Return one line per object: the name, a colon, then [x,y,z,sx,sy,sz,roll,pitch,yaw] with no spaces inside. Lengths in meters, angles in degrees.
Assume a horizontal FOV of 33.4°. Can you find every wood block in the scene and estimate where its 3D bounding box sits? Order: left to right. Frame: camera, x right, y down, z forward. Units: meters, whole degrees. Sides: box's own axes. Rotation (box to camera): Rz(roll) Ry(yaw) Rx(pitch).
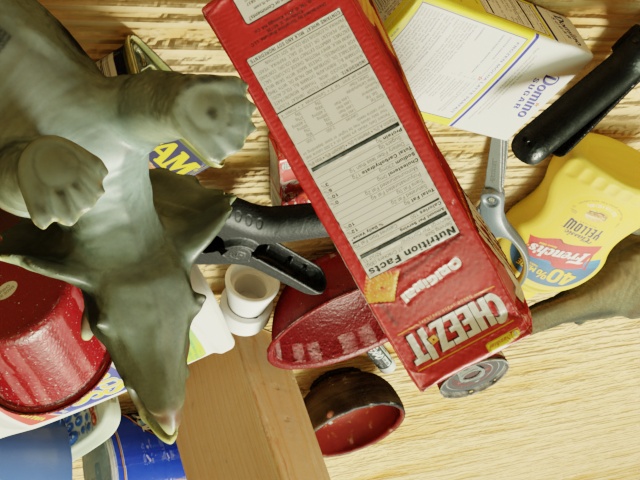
wood block: [-0.061,0.183,0.928,0.091,0.206,0.090,-34,147,19]

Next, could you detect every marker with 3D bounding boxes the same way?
marker: [0.051,0.105,1.057,0.020,0.020,0.121,-26,149,6]

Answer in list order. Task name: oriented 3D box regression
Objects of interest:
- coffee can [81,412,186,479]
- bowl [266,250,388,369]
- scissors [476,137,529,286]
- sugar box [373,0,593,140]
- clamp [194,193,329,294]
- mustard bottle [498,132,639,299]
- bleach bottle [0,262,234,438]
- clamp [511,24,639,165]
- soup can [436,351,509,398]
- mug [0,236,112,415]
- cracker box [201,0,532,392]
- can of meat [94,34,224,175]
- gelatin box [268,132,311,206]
coffee can: [-0.146,0.211,1.020,0.140,0.103,0.103,-4,145,-27]
bowl: [0.022,0.050,0.908,0.162,0.055,0.162,-19,157,-9]
scissors: [0.125,-0.031,0.886,0.096,0.016,0.201,1,134,25]
sugar box: [0.090,-0.123,0.705,0.175,0.048,0.093,6,139,-43]
clamp: [-0.055,0.001,0.779,0.171,0.039,0.120,7,143,-6]
mustard bottle: [0.210,-0.007,0.932,0.096,0.058,0.192,21,137,-12]
bleach bottle: [-0.195,0.098,0.815,0.250,0.068,0.102,-27,149,-8]
clamp: [0.217,-0.125,0.741,0.210,0.036,0.164,-46,172,26]
soup can: [0.124,0.086,0.993,0.068,0.102,0.068,-16,149,-10]
mug: [-0.193,0.047,0.664,0.117,0.093,0.081,11,148,15]
cracker box: [0.029,-0.051,0.567,0.072,0.213,0.164,-28,-168,10]
can of meat: [-0.121,-0.066,0.653,0.084,0.057,0.102,-26,148,13]
gelatin box: [0.001,-0.051,0.776,0.073,0.030,0.089,-15,149,-11]
